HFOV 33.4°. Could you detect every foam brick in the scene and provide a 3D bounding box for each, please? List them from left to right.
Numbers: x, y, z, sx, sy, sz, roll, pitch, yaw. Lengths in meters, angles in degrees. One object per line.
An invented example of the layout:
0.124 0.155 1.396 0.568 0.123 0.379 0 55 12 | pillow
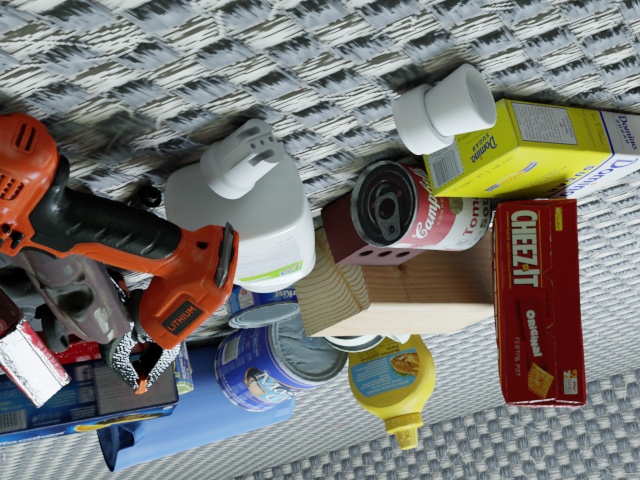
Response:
0.049 -0.011 0.917 0.078 0.051 0.053 1 158 -40 | foam brick

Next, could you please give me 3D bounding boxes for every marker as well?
-0.150 -0.013 0.819 0.020 0.020 0.121 -2 161 -32 | marker

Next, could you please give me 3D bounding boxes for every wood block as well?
0.080 0.036 1.030 0.205 0.091 0.090 4 156 -44 | wood block

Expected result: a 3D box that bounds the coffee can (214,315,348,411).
-0.046 0.132 1.231 0.102 0.103 0.141 -1 160 -34 | coffee can

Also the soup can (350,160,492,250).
0.083 -0.026 0.863 0.102 0.068 0.069 3 157 -45 | soup can

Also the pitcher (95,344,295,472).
-0.163 0.192 1.332 0.242 0.149 0.145 -10 149 -22 | pitcher

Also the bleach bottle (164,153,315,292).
-0.056 0.001 0.864 0.102 0.068 0.251 -12 166 -2 | bleach bottle

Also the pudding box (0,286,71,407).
-0.242 0.061 0.794 0.039 0.114 0.090 -38 143 -17 | pudding box

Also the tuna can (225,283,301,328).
-0.057 0.064 1.117 0.086 0.034 0.086 -12 164 -4 | tuna can

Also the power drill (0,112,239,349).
-0.162 0.009 0.697 0.187 0.057 0.185 23 142 -24 | power drill

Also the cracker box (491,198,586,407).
0.187 0.049 0.934 0.072 0.164 0.213 -3 179 10 | cracker box

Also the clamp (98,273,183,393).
-0.146 0.065 0.945 0.120 0.039 0.171 -10 136 -15 | clamp

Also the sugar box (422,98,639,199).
0.175 -0.067 0.838 0.175 0.048 0.094 2 158 -38 | sugar box

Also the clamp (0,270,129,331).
-0.271 0.059 0.921 0.209 0.036 0.165 -3 153 -35 | clamp

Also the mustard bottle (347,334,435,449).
0.074 0.131 1.159 0.096 0.191 0.058 -19 163 21 | mustard bottle
